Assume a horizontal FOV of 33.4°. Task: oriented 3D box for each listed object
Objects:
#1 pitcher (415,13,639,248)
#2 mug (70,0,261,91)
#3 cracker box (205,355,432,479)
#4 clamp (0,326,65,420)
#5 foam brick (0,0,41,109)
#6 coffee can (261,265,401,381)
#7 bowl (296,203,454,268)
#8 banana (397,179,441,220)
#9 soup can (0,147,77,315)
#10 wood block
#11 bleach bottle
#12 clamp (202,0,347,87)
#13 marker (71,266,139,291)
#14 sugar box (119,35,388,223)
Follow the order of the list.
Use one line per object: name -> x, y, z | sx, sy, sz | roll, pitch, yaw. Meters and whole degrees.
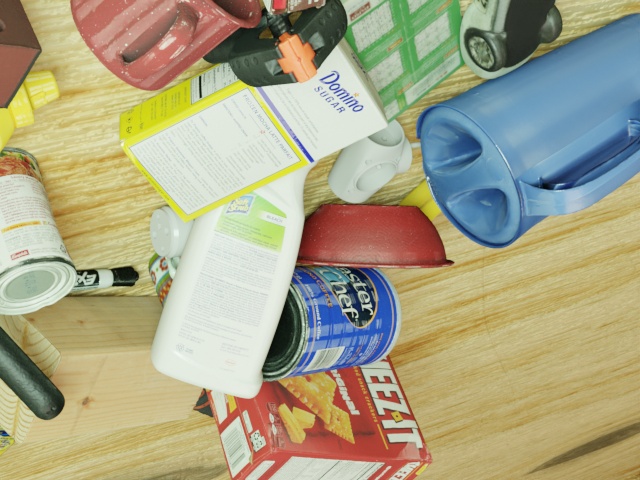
pitcher -> 0.217, -0.100, 0.920 | 0.242, 0.149, 0.145 | -30, 167, -21
mug -> -0.095, -0.137, 0.640 | 0.082, 0.117, 0.093 | -34, 128, 23
cracker box -> -0.006, 0.160, 1.057 | 0.213, 0.164, 0.072 | 13, 133, -39
clamp -> -0.269, 0.042, 0.772 | 0.036, 0.165, 0.210 | -45, 141, -22
foam brick -> -0.202, -0.121, 0.607 | 0.052, 0.078, 0.051 | -1, 143, -45
coffee can -> -0.006, 0.073, 0.993 | 0.140, 0.103, 0.103 | -1, 144, -50
bowl -> 0.046, -0.006, 1.007 | 0.162, 0.055, 0.162 | 1, -178, 0
banana -> 0.112, -0.039, 1.086 | 0.069, 0.037, 0.198 | -22, 160, -51
soup can -> -0.221, -0.006, 0.763 | 0.068, 0.102, 0.068 | -21, 153, -12
wood block -> -0.195, 0.109, 0.950 | 0.205, 0.090, 0.091 | 5, 116, -57
bleach bottle -> -0.056, 0.001, 0.880 | 0.102, 0.068, 0.251 | 18, 106, -15
clamp -> -0.032, -0.131, 0.687 | 0.120, 0.171, 0.039 | -32, 110, 15
marker -> -0.214, 0.035, 0.934 | 0.120, 0.020, 0.020 | -4, 145, -38
sugar box -> -0.049, -0.088, 0.779 | 0.176, 0.048, 0.093 | -25, 132, 13
